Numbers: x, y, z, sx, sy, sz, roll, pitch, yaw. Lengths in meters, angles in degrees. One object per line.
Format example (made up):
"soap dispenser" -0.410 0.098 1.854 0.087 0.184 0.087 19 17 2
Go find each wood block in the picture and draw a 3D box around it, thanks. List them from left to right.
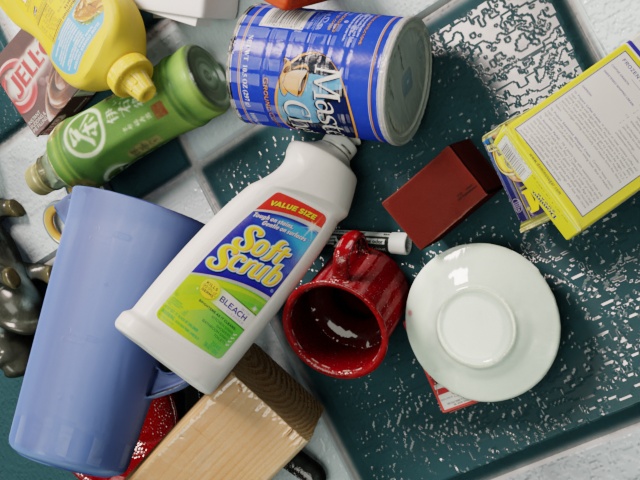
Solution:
"wood block" -0.103 0.202 0.953 0.091 0.090 0.206 43 105 -1

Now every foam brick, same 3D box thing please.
"foam brick" 0.102 -0.038 0.878 0.078 0.051 0.053 -41 82 26

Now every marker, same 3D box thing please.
"marker" 0.021 -0.001 0.942 0.121 0.020 0.020 4 102 25

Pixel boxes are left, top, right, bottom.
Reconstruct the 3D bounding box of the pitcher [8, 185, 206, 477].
"pitcher" -0.181 0.083 0.950 0.149 0.144 0.243 5 77 56

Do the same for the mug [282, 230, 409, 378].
"mug" 0.025 0.046 0.901 0.093 0.081 0.117 7 119 21

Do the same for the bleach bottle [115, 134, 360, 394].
"bleach bottle" -0.056 0.001 0.895 0.102 0.068 0.250 38 78 -10

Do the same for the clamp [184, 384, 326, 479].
"clamp" -0.084 0.189 1.018 0.120 0.039 0.171 -37 83 16

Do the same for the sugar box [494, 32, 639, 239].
"sugar box" 0.223 -0.089 0.767 0.176 0.048 0.093 -34 83 -8

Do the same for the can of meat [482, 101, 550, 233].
"can of meat" 0.187 -0.065 0.829 0.102 0.057 0.084 -27 85 27

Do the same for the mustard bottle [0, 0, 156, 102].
"mustard bottle" -0.207 -0.189 0.940 0.192 0.058 0.096 47 117 22

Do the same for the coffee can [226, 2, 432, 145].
"coffee can" 0.008 -0.138 0.875 0.140 0.102 0.103 11 104 24

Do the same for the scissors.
"scissors" -0.212 0.021 1.060 0.096 0.016 0.202 -28 86 26

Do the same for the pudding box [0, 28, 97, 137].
"pudding box" -0.258 -0.169 1.035 0.114 0.039 0.090 -40 80 26

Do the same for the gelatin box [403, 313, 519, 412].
"gelatin box" 0.122 0.094 0.905 0.073 0.030 0.089 -25 88 26
